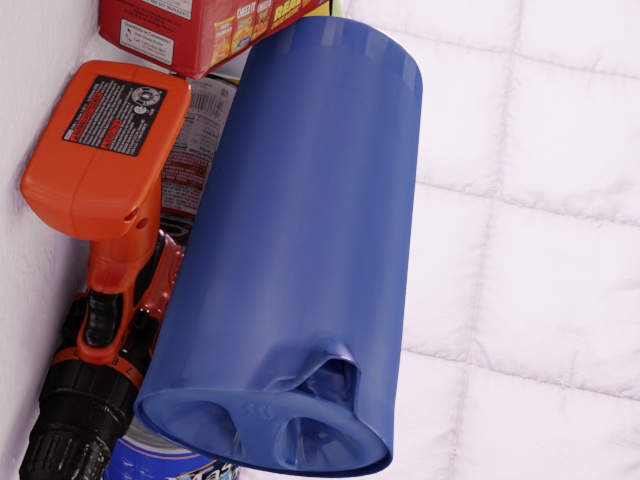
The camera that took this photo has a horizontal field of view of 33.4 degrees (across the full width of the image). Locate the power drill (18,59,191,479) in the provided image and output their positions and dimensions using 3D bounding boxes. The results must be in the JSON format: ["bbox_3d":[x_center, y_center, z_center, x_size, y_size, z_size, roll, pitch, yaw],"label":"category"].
[{"bbox_3d":[-0.109,0.021,0.531,0.188,0.057,0.184,103,-1,-47],"label":"power drill"}]

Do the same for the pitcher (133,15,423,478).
[{"bbox_3d":[-0.015,0.004,0.598,0.145,0.149,0.242,56,39,-54],"label":"pitcher"}]

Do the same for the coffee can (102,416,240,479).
[{"bbox_3d":[-0.104,0.138,0.750,0.140,0.103,0.102,101,2,-48],"label":"coffee can"}]

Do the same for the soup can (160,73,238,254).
[{"bbox_3d":[-0.084,-0.049,0.687,0.068,0.068,0.102,98,4,-71],"label":"soup can"}]
